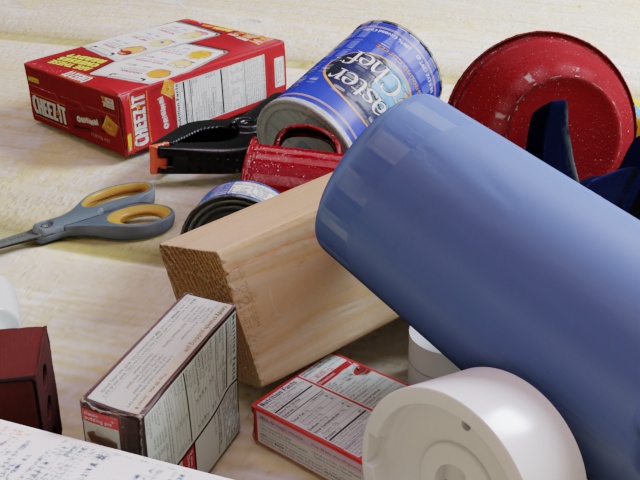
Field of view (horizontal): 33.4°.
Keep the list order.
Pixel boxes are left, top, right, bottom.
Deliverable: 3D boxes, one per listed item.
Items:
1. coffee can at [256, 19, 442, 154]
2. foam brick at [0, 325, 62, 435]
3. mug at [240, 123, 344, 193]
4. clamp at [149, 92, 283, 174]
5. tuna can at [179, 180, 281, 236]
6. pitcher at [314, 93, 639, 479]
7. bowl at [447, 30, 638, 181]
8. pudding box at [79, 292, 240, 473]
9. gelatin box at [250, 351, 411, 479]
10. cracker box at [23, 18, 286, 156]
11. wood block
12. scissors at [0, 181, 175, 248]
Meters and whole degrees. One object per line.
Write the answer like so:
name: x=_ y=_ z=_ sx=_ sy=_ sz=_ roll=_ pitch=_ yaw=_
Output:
coffee can: x=0.027 y=-0.113 z=0.926 sx=0.103 sy=0.103 sz=0.140 roll=18 pitch=48 yaw=32
foam brick: x=-0.176 y=0.095 z=0.596 sx=0.051 sy=0.078 sz=0.053 roll=-3 pitch=30 yaw=-6
mug: x=-0.015 y=-0.039 z=0.824 sx=0.081 sy=0.093 sz=0.117 roll=7 pitch=59 yaw=4
clamp: x=-0.059 y=-0.092 z=0.994 sx=0.209 sy=0.036 sz=0.165 roll=-20 pitch=32 yaw=-39
tuna can: x=-0.055 y=0.001 z=0.763 sx=0.086 sy=0.086 sz=0.033 roll=5 pitch=26 yaw=11
pitcher: x=0.122 y=0.028 z=0.581 sx=0.243 sy=0.149 sz=0.144 roll=38 pitch=66 yaw=18
bowl: x=0.178 y=-0.081 z=0.822 sx=0.162 sy=0.162 sz=0.055 roll=-5 pitch=9 yaw=-7
pudding box: x=-0.082 y=0.095 z=0.579 sx=0.039 sy=0.090 sz=0.113 roll=9 pitch=30 yaw=18
gelatin box: x=0.015 y=0.105 z=0.620 sx=0.089 sy=0.030 sz=0.073 roll=19 pitch=35 yaw=36
cracker box: x=-0.165 y=-0.162 z=1.096 sx=0.164 sy=0.072 sz=0.213 roll=22 pitch=36 yaw=40
wood block: x=0.013 y=0.008 z=0.700 sx=0.205 sy=0.090 sz=0.091 roll=-24 pitch=14 yaw=-28
scissors: x=-0.201 y=-0.004 z=0.852 sx=0.096 sy=0.016 sz=0.201 roll=21 pitch=35 yaw=35
